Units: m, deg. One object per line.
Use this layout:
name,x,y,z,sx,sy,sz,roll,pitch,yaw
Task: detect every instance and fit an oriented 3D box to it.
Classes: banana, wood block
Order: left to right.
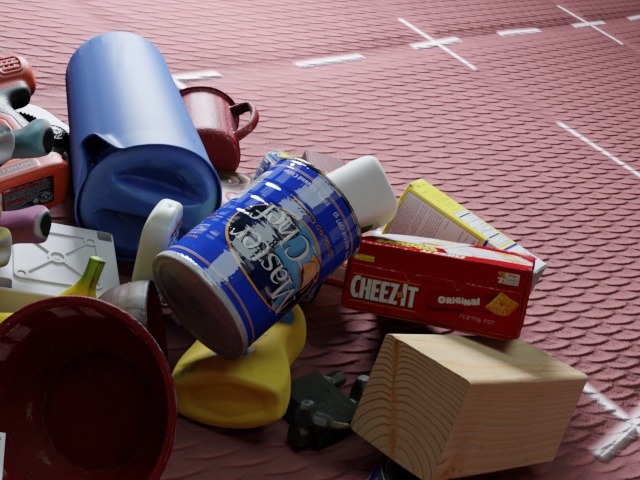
banana,-0.242,0.059,0.812,0.198,0.069,0.037,-8,-16,22
wood block,0.133,0.139,0.917,0.090,0.091,0.205,29,14,37

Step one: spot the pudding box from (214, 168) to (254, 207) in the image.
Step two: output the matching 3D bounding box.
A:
pudding box,-0.085,-0.036,1.150,0.113,0.039,0.090,5,34,-32

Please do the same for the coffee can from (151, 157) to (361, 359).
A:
coffee can,-0.050,0.013,0.865,0.103,0.103,0.140,37,60,22

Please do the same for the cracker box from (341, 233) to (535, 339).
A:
cracker box,0.120,0.040,1.033,0.164,0.072,0.213,9,4,12

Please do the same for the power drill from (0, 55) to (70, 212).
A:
power drill,-0.335,-0.097,1.013,0.184,0.057,0.188,-21,57,-26

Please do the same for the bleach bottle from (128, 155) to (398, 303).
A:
bleach bottle,-0.056,0.001,0.988,0.250,0.103,0.068,-24,87,-12

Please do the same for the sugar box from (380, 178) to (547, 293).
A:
sugar box,0.154,0.018,1.186,0.176,0.093,0.048,36,29,18

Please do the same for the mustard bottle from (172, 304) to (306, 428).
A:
mustard bottle,-0.063,0.087,0.939,0.096,0.058,0.191,1,27,8

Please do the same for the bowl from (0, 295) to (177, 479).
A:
bowl,-0.167,0.120,0.748,0.162,0.162,0.055,33,2,15

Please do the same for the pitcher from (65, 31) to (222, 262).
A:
pitcher,-0.178,-0.096,1.046,0.144,0.149,0.243,-2,39,-18

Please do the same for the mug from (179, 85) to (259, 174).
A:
mug,-0.122,-0.117,1.189,0.117,0.093,0.081,-22,40,7
